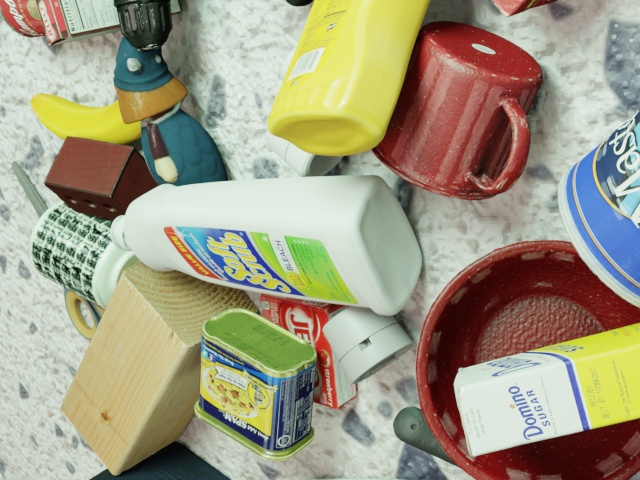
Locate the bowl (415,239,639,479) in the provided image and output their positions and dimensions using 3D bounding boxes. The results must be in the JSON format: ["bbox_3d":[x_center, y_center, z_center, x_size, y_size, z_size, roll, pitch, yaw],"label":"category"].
[{"bbox_3d":[0.142,0.080,0.676,0.162,0.055,0.162,0,90,9],"label":"bowl"}]

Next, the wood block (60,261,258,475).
[{"bbox_3d":[-0.150,0.108,0.961,0.091,0.090,0.206,47,132,16],"label":"wood block"}]

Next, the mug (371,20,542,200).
[{"bbox_3d":[0.091,-0.077,0.657,0.117,0.093,0.082,59,137,46],"label":"mug"}]

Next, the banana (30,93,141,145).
[{"bbox_3d":[-0.193,-0.115,0.946,0.198,0.037,0.069,-9,86,43],"label":"banana"}]

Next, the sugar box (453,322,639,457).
[{"bbox_3d":[0.165,0.074,0.597,0.176,0.093,0.048,-13,88,8],"label":"sugar box"}]

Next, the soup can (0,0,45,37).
[{"bbox_3d":[-0.217,-0.208,0.903,0.102,0.068,0.068,7,112,40],"label":"soup can"}]

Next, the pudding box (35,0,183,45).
[{"bbox_3d":[-0.169,-0.207,0.827,0.039,0.113,0.090,-1,107,50],"label":"pudding box"}]

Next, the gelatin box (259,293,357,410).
[{"bbox_3d":[-0.010,0.085,0.865,0.073,0.030,0.089,10,115,40],"label":"gelatin box"}]

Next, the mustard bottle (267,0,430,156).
[{"bbox_3d":[0.031,-0.148,0.652,0.096,0.058,0.191,-6,61,62],"label":"mustard bottle"}]

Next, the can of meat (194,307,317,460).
[{"bbox_3d":[-0.051,0.112,0.853,0.102,0.057,0.084,25,125,32],"label":"can of meat"}]

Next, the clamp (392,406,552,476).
[{"bbox_3d":[0.135,0.160,0.739,0.171,0.120,0.039,26,92,14],"label":"clamp"}]

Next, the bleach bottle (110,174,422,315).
[{"bbox_3d":[-0.055,0.001,0.807,0.251,0.068,0.102,1,135,35],"label":"bleach bottle"}]

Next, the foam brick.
[{"bbox_3d":[-0.191,-0.053,0.933,0.078,0.051,0.053,11,159,28],"label":"foam brick"}]

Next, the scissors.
[{"bbox_3d":[-0.263,0.020,1.079,0.202,0.016,0.096,47,132,18],"label":"scissors"}]
